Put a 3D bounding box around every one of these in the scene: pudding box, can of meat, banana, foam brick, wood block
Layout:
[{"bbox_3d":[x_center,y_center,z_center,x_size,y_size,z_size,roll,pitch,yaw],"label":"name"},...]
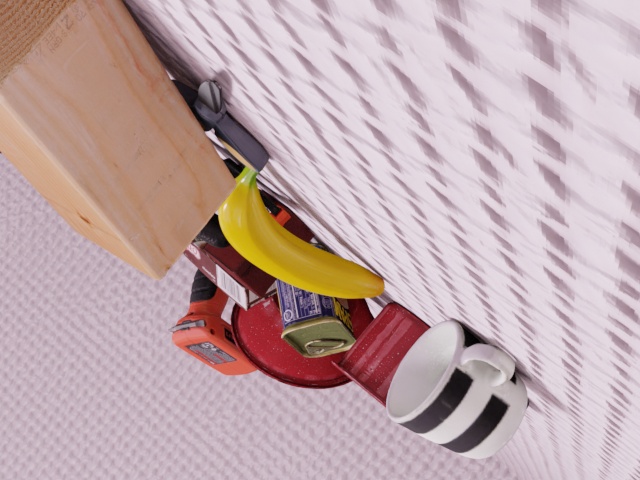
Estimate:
[{"bbox_3d":[-0.076,0.012,1.098,0.114,0.089,0.039,40,145,32],"label":"pudding box"},{"bbox_3d":[-0.006,0.057,1.018,0.102,0.057,0.084,51,-154,-65],"label":"can of meat"},{"bbox_3d":[-0.023,0.005,0.837,0.070,0.037,0.197,-11,146,30],"label":"banana"},{"bbox_3d":[-0.056,0.001,0.971,0.051,0.078,0.053,36,172,42],"label":"foam brick"},{"bbox_3d":[-0.143,-0.074,0.647,0.091,0.090,0.206,28,162,30],"label":"wood block"}]

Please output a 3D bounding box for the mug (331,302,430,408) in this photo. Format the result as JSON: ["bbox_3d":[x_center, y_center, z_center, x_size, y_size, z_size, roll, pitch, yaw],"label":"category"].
[{"bbox_3d":[0.079,0.119,1.002,0.117,0.081,0.093,43,174,-32],"label":"mug"}]

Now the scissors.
[{"bbox_3d":[-0.056,-0.072,0.670,0.096,0.016,0.202,39,175,-20],"label":"scissors"}]

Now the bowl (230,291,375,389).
[{"bbox_3d":[-0.011,0.075,1.113,0.162,0.161,0.055,37,138,22],"label":"bowl"}]

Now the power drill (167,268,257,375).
[{"bbox_3d":[-0.095,0.052,1.195,0.057,0.187,0.184,-17,143,33],"label":"power drill"}]
